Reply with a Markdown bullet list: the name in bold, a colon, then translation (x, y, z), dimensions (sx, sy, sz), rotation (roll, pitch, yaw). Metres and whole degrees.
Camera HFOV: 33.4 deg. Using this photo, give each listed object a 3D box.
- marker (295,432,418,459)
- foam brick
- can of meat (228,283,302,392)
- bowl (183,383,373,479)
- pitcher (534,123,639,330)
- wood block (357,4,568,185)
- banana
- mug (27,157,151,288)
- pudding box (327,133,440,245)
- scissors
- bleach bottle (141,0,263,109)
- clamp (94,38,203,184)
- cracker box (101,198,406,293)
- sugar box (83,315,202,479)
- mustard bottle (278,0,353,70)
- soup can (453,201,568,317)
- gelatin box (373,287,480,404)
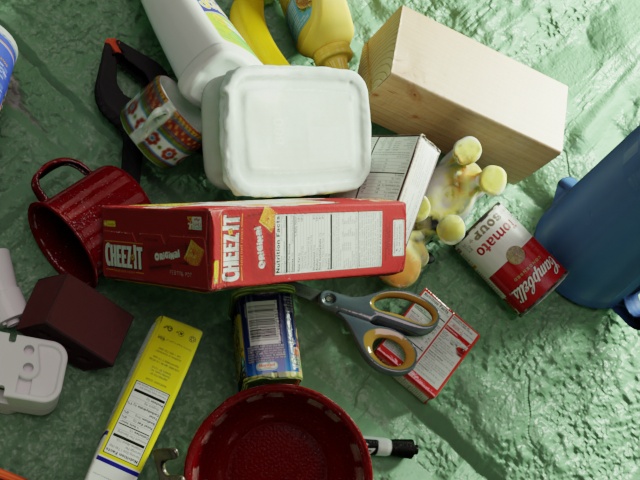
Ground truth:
- **marker**: translation (0.034, 0.189, 0.991), dimensions (0.121, 0.020, 0.020), rotation (8, 65, -14)
- **foam brick**: translation (-0.213, 0.071, 0.927), dimensions (0.078, 0.053, 0.051), rotation (38, 58, -30)
- **can of meat**: translation (-0.050, 0.094, 0.959), dimensions (0.057, 0.102, 0.084), rotation (-4, 71, -9)
- **bowl**: translation (-0.037, 0.205, 0.925), dimensions (0.162, 0.055, 0.162), rotation (0, 84, -3)
- **pitcher**: translation (0.319, -0.023, 1.048), dimensions (0.149, 0.243, 0.145), rotation (26, 65, 1)
- **wood block**: translation (0.146, -0.147, 1.115), dimensions (0.205, 0.090, 0.090), rotation (21, 62, -18)
- **banana**: translation (-0.053, -0.197, 1.090), dimensions (0.069, 0.037, 0.198), rotation (-3, 53, -23)
- **mug**: translation (-0.211, -0.024, 0.965), dimensions (0.081, 0.093, 0.117), rotation (-39, 88, -33)
- **pudding box**: translation (0.055, -0.047, 1.028), dimensions (0.039, 0.090, 0.113), rotation (37, 66, -44)
- **scissors**: translation (0.013, 0.076, 1.015), dimensions (0.201, 0.016, 0.096), rotation (7, 60, -2)
- **bleach bottle**: translation (-0.138, -0.230, 1.058), dimensions (0.102, 0.068, 0.251), rotation (25, 28, -54)
- **clamp**: translation (-0.161, -0.123, 1.054), dimensions (0.120, 0.039, 0.171), rotation (-14, 79, -30)
- **cracker box**: translation (-0.056, 0.001, 0.924), dimensions (0.213, 0.164, 0.072), rotation (-4, 94, -41)
- **sugar box**: translation (-0.157, 0.158, 0.901), dimensions (0.048, 0.093, 0.176), rotation (23, 63, -7)
- **mustard bottle**: translation (-0.009, -0.252, 1.125), dimensions (0.058, 0.096, 0.192), rotation (-12, 72, -23)
- **soup can**: translation (0.193, 0.019, 1.089), dimensions (0.102, 0.069, 0.068), rotation (47, 62, 6)
- **gelatin box**: translation (0.103, 0.103, 1.045), dimensions (0.073, 0.030, 0.089), rotation (40, 62, 3)
